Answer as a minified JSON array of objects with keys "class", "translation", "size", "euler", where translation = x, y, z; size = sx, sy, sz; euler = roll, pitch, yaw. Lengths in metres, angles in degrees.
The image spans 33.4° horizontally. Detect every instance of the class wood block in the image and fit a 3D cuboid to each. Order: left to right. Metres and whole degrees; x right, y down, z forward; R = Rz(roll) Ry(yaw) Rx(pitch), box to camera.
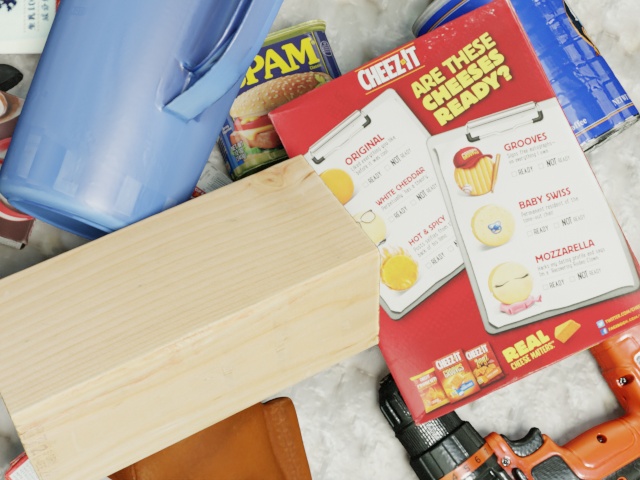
[{"class":"wood block","translation":[-0.078,0.046,0.595],"size":[0.205,0.090,0.091],"euler":[-24,52,-18]}]

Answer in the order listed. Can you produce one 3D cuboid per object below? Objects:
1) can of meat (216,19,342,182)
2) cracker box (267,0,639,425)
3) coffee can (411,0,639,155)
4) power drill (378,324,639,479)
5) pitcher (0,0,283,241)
[{"class":"can of meat","translation":[-0.030,-0.095,0.743],"size":[0.102,0.057,0.084],"euler":[-20,85,-12]},{"class":"cracker box","translation":[0.088,-0.017,0.669],"size":[0.164,0.072,0.214],"euler":[-26,86,4]},{"class":"coffee can","translation":[0.143,-0.117,0.749],"size":[0.102,0.103,0.140],"euler":[-30,84,-13]},{"class":"power drill","translation":[0.154,0.128,0.725],"size":[0.187,0.057,0.184],"euler":[-34,83,-12]},{"class":"pitcher","translation":[-0.096,-0.118,0.643],"size":[0.145,0.149,0.243],"euler":[19,81,3]}]
